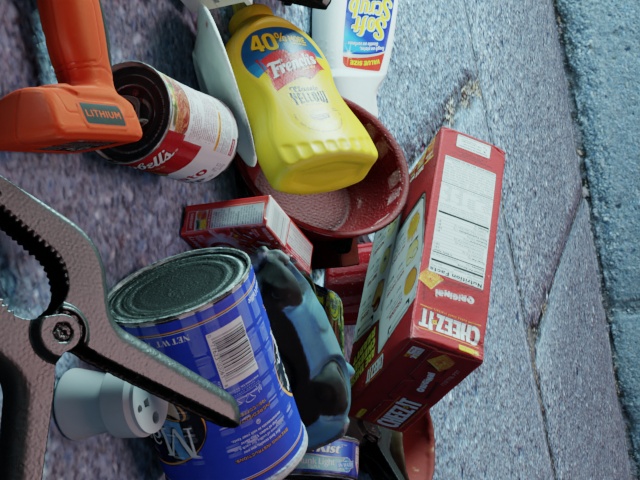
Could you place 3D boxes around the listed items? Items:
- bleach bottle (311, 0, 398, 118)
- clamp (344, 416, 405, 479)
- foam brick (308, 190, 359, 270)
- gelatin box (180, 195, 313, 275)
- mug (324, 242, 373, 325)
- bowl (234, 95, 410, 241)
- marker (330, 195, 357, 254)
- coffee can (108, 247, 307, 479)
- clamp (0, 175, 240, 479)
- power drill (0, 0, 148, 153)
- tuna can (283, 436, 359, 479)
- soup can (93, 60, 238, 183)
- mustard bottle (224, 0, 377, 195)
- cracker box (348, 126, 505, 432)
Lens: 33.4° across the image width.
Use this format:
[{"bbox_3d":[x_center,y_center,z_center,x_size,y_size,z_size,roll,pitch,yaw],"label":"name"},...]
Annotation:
[{"bbox_3d":[0.038,-0.210,1.117,0.102,0.068,0.251,17,67,-37],"label":"bleach bottle"},{"bbox_3d":[0.031,0.184,0.992,0.120,0.039,0.171,34,23,-37],"label":"clamp"},{"bbox_3d":[0.000,-0.012,1.002,0.051,0.053,0.078,-7,91,-68],"label":"foam brick"},{"bbox_3d":[-0.055,0.001,0.832,0.089,0.073,0.030,50,40,-54],"label":"gelatin box"},{"bbox_3d":[0.060,0.051,1.089,0.117,0.082,0.093,61,31,-42],"label":"mug"},{"bbox_3d":[-0.006,-0.056,0.926,0.055,0.162,0.162,122,-15,-49],"label":"bowl"},{"bbox_3d":[0.030,-0.030,0.979,0.121,0.020,0.020,-72,147,-46],"label":"marker"},{"bbox_3d":[-0.076,0.090,0.716,0.102,0.103,0.140,-56,134,-58],"label":"coffee can"},{"bbox_3d":[-0.151,0.062,0.577,0.164,0.036,0.210,-39,103,-38],"label":"clamp"},{"bbox_3d":[-0.166,-0.147,0.623,0.184,0.057,0.187,-6,90,-68],"label":"power drill"},{"bbox_3d":[-0.011,0.179,0.873,0.086,0.086,0.034,37,52,-61],"label":"tuna can"},{"bbox_3d":[-0.107,-0.079,0.735,0.102,0.069,0.068,13,71,-67],"label":"soup can"},{"bbox_3d":[-0.032,-0.130,0.893,0.096,0.058,0.192,-10,61,-31],"label":"mustard bottle"},{"bbox_3d":[0.091,0.036,0.923,0.164,0.072,0.213,122,-17,-55],"label":"cracker box"}]
